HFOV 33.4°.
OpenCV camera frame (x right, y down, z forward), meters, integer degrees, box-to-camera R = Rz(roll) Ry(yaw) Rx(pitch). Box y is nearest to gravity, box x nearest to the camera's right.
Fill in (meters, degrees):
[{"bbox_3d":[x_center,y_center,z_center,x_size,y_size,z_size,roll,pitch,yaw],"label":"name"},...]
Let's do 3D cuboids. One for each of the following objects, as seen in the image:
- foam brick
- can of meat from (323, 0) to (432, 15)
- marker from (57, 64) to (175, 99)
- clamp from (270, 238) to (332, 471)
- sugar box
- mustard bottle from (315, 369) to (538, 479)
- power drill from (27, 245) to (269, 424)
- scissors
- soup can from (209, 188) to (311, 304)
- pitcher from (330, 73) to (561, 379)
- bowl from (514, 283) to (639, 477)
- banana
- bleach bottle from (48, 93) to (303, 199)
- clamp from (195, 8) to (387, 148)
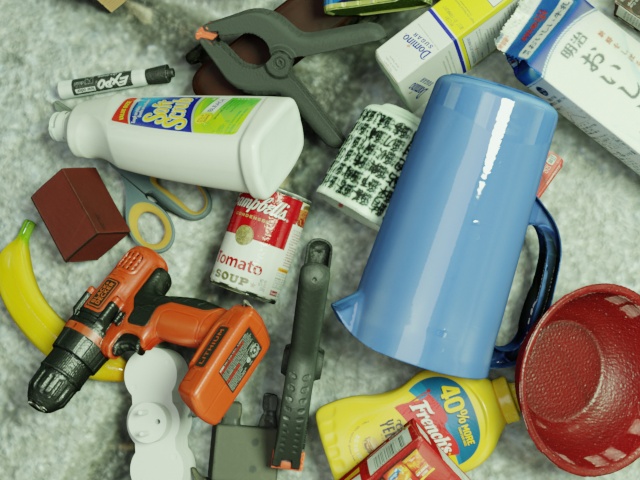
[{"bbox_3d":[-0.233,-0.026,1.036,0.051,0.052,0.078,-37,76,25],"label":"foam brick"},{"bbox_3d":[0.049,-0.249,0.953,0.102,0.057,0.084,-2,92,26],"label":"can of meat"},{"bbox_3d":[-0.204,-0.159,1.071,0.121,0.020,0.020,-7,81,11],"label":"marker"},{"bbox_3d":[-0.014,0.100,0.954,0.036,0.164,0.210,9,104,1],"label":"clamp"},{"bbox_3d":[0.135,-0.195,0.967,0.176,0.093,0.048,-34,74,5],"label":"sugar box"},{"bbox_3d":[0.099,0.163,0.945,0.192,0.058,0.096,-20,80,8],"label":"mustard bottle"},{"bbox_3d":[-0.154,0.098,0.956,0.188,0.057,0.184,17,62,32],"label":"power drill"},{"bbox_3d":[-0.202,-0.058,1.059,0.202,0.016,0.096,25,88,14],"label":"scissors"},{"bbox_3d":[-0.057,0.001,0.995,0.068,0.068,0.102,19,87,13],"label":"soup can"},{"bbox_3d":[0.125,-0.009,0.913,0.145,0.149,0.243,21,96,32],"label":"pitcher"},{"bbox_3d":[0.221,0.115,0.905,0.161,0.055,0.162,-1,93,-25],"label":"bowl"},{"bbox_3d":[-0.263,0.072,1.044,0.069,0.037,0.198,-39,77,6],"label":"banana"},{"bbox_3d":[-0.148,-0.095,0.992,0.251,0.102,0.068,6,129,24],"label":"bleach bottle"},{"bbox_3d":[-0.026,-0.172,0.979,0.171,0.039,0.120,28,101,-5],"label":"clamp"}]
